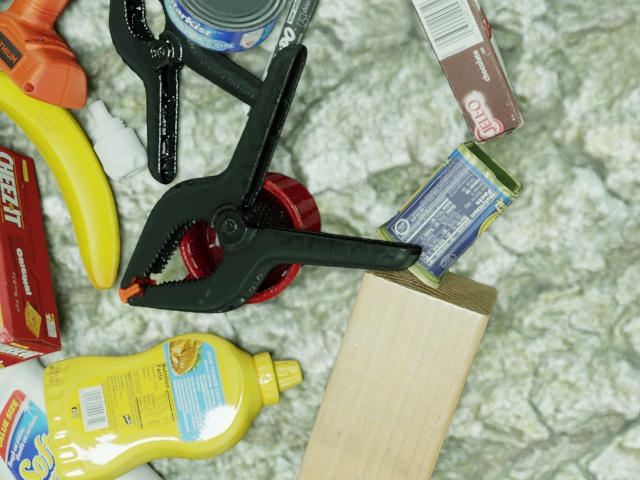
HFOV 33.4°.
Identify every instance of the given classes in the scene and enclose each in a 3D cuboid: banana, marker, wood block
[{"bbox_3d":[-0.202,-0.056,0.819,0.037,0.069,0.197,-5,123,52],"label":"banana"},{"bbox_3d":[-0.026,-0.140,0.788,0.020,0.020,0.121,25,104,9],"label":"marker"},{"bbox_3d":[0.051,0.123,0.775,0.090,0.090,0.206,20,103,10],"label":"wood block"}]

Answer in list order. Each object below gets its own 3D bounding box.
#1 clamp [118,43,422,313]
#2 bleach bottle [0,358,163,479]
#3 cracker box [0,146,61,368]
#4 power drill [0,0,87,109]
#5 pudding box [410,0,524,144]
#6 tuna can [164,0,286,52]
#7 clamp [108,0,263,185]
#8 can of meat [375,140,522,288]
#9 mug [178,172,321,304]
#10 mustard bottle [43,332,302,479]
[{"bbox_3d":[-0.054,-0.022,0.718,0.210,0.036,0.164,-24,84,20],"label":"clamp"},{"bbox_3d":[-0.220,0.174,0.867,0.251,0.068,0.103,43,104,6],"label":"bleach bottle"},{"bbox_3d":[-0.322,0.033,0.838,0.214,0.072,0.164,-18,74,17],"label":"cracker box"},{"bbox_3d":[-0.166,-0.192,0.760,0.185,0.057,0.188,43,111,40],"label":"power drill"},{"bbox_3d":[0.095,-0.132,0.706,0.039,0.090,0.113,-21,115,13],"label":"pudding box"},{"bbox_3d":[-0.068,-0.177,0.760,0.086,0.034,0.086,6,67,-15],"label":"tuna can"},{"bbox_3d":[-0.100,-0.138,0.791,0.120,0.039,0.171,-19,92,19],"label":"clamp"},{"bbox_3d":[0.091,-0.021,0.737,0.057,0.102,0.084,43,104,4],"label":"can of meat"},{"bbox_3d":[-0.055,0.001,0.786,0.117,0.081,0.093,-43,88,16],"label":"mug"},{"bbox_3d":[-0.108,0.121,0.813,0.191,0.058,0.096,-13,65,-5],"label":"mustard bottle"}]
